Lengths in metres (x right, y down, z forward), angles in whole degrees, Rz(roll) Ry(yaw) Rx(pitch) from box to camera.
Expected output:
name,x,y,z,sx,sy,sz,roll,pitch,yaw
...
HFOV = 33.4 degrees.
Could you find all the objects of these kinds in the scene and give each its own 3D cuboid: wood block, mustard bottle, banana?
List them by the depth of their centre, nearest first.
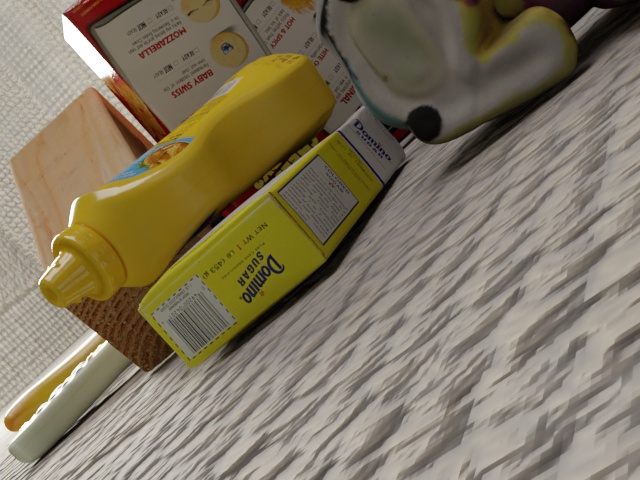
name,x,y,z,sx,sy,sz,roll,pitch,yaw
mustard bottle,-0.078,-0.029,0.579,0.096,0.058,0.191,-17,22,52
wood block,-0.140,-0.015,0.737,0.090,0.090,0.206,-43,35,3
banana,-0.177,0.083,0.875,0.197,0.037,0.069,-49,-29,-7

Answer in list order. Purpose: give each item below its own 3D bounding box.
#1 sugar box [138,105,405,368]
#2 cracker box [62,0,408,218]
name,x,y,z,sx,sy,sz,roll,pitch,yaw
sugar box,-0.017,-0.009,0.547,0.093,0.048,0.176,-39,3,26
cracker box,-0.050,-0.121,0.754,0.164,0.213,0.072,-42,4,-12
